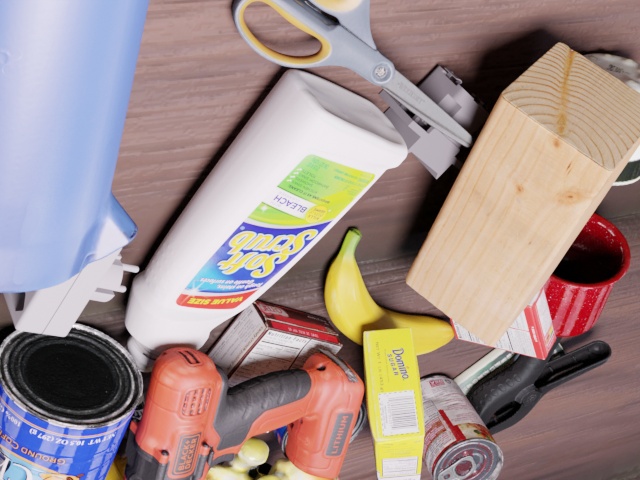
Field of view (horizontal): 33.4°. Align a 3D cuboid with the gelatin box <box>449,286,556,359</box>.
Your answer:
[{"bbox_3d":[0.154,0.062,0.926,0.030,0.089,0.073,-55,141,-31],"label":"gelatin box"}]

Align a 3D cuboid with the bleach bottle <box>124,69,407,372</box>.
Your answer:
[{"bbox_3d":[-0.055,0.001,0.752,0.102,0.068,0.251,17,122,-43],"label":"bleach bottle"}]

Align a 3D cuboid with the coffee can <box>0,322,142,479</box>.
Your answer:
[{"bbox_3d":[-0.197,0.143,0.767,0.102,0.103,0.140,2,129,-35],"label":"coffee can"}]

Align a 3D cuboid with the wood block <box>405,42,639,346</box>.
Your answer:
[{"bbox_3d":[0.150,-0.028,0.787,0.090,0.090,0.206,-41,162,-38],"label":"wood block"}]

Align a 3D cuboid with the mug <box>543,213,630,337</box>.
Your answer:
[{"bbox_3d":[0.221,0.023,0.947,0.117,0.093,0.081,-53,160,-37],"label":"mug"}]

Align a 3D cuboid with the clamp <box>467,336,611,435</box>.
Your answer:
[{"bbox_3d":[0.211,0.142,1.064,0.120,0.039,0.172,22,121,-37],"label":"clamp"}]

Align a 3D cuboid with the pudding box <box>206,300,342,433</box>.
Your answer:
[{"bbox_3d":[-0.050,0.105,0.878,0.089,0.039,0.114,20,116,-43],"label":"pudding box"}]

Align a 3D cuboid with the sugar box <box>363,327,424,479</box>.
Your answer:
[{"bbox_3d":[0.063,0.147,0.913,0.048,0.093,0.176,-6,156,4],"label":"sugar box"}]

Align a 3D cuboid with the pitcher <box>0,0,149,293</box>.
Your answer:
[{"bbox_3d":[-0.161,-0.107,0.534,0.148,0.145,0.243,-12,134,-44],"label":"pitcher"}]

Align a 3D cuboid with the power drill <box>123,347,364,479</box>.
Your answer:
[{"bbox_3d":[-0.062,0.160,0.815,0.187,0.057,0.184,-5,120,-41],"label":"power drill"}]

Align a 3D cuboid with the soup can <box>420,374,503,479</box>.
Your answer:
[{"bbox_3d":[0.120,0.182,1.006,0.068,0.102,0.068,-8,121,-14],"label":"soup can"}]

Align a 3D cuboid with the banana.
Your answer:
[{"bbox_3d":[0.053,0.062,0.903,0.070,0.037,0.197,-39,140,7],"label":"banana"}]

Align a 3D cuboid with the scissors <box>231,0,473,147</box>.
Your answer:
[{"bbox_3d":[0.040,-0.130,0.686,0.201,0.016,0.096,16,113,-27],"label":"scissors"}]
